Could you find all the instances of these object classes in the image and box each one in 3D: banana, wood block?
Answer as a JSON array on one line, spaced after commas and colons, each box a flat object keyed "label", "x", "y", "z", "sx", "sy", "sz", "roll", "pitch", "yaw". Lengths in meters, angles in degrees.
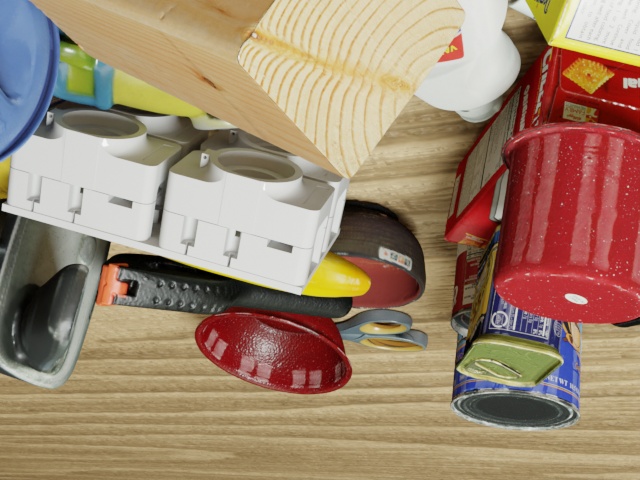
[{"label": "banana", "x": -0.064, "y": 0.002, "z": 0.732, "sx": 0.198, "sy": 0.037, "sz": 0.069, "roll": 17, "pitch": -169, "yaw": 14}, {"label": "wood block", "x": -0.052, "y": -0.116, "z": 0.482, "sx": 0.206, "sy": 0.090, "sz": 0.090, "roll": 29, "pitch": 171, "yaw": 41}]

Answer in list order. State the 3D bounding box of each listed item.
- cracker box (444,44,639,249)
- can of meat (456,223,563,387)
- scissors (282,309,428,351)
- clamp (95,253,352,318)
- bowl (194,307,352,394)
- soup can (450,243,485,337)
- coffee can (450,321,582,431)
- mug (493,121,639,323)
[{"label": "cracker box", "x": 0.186, "y": -0.042, "z": 0.671, "sx": 0.164, "sy": 0.072, "sz": 0.214, "roll": 13, "pitch": 162, "yaw": -4}, {"label": "can of meat", "x": 0.130, "y": 0.044, "z": 0.707, "sx": 0.057, "sy": 0.084, "sz": 0.102, "roll": 12, "pitch": 161, "yaw": 2}, {"label": "scissors", "x": 0.012, "y": 0.088, "z": 1.106, "sx": 0.202, "sy": 0.016, "sz": 0.096, "roll": 7, "pitch": 154, "yaw": 4}, {"label": "clamp", "x": -0.079, "y": 0.032, "z": 0.770, "sx": 0.165, "sy": 0.036, "sz": 0.209, "roll": 13, "pitch": -175, "yaw": 21}, {"label": "bowl", "x": -0.041, "y": 0.094, "z": 1.069, "sx": 0.162, "sy": 0.055, "sz": 0.162, "roll": 11, "pitch": 148, "yaw": 7}, {"label": "soup can", "x": 0.136, "y": 0.019, "z": 0.810, "sx": 0.068, "sy": 0.102, "sz": 0.068, "roll": 7, "pitch": 156, "yaw": 3}, {"label": "coffee can", "x": 0.163, "y": 0.074, "z": 0.875, "sx": 0.103, "sy": 0.140, "sz": 0.103, "roll": 7, "pitch": 156, "yaw": 3}, {"label": "mug", "x": 0.132, "y": -0.003, "z": 0.575, "sx": 0.093, "sy": 0.081, "sz": 0.117, "roll": 18, "pitch": 160, "yaw": -18}]
